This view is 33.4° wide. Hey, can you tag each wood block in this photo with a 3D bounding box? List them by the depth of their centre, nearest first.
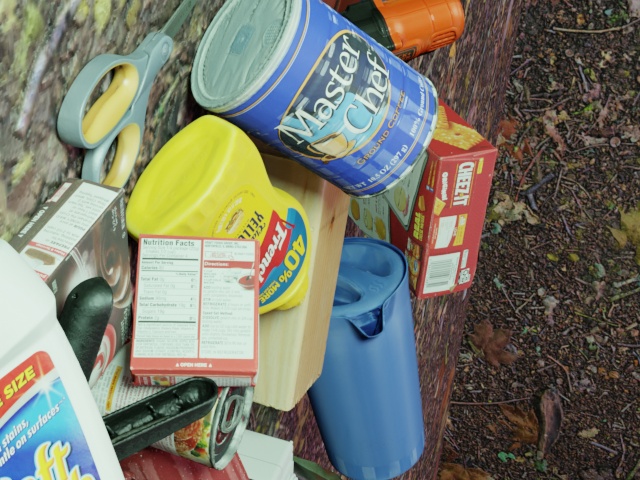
[{"bbox_3d":[-0.037,0.021,0.879,0.090,0.090,0.206,-39,140,-67],"label":"wood block"}]

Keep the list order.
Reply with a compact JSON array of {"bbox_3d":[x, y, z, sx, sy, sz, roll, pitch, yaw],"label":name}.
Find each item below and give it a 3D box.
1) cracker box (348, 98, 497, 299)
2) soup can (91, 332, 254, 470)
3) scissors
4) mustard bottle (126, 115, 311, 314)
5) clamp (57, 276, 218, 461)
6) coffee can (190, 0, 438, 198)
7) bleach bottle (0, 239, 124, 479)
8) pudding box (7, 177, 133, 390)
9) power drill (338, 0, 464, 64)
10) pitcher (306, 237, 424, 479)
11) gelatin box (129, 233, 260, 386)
[{"bbox_3d":[0.091,-0.068,1.100,0.214,0.072,0.164,-126,-146,-50],"label":"cracker box"},{"bbox_3d":[-0.100,0.096,0.665,0.068,0.102,0.068,14,90,-76],"label":"soup can"},{"bbox_3d":[-0.104,-0.096,0.652,0.201,0.016,0.096,-58,158,-54],"label":"scissors"},{"bbox_3d":[-0.055,0.001,0.746,0.096,0.058,0.191,-55,147,-11],"label":"mustard bottle"},{"bbox_3d":[-0.129,0.111,0.553,0.171,0.039,0.120,-52,130,-2],"label":"clamp"},{"bbox_3d":[-0.003,-0.104,0.732,0.140,0.103,0.103,29,70,-36],"label":"coffee can"},{"bbox_3d":[-0.144,0.102,0.475,0.102,0.068,0.251,-26,113,-27],"label":"bleach bottle"},{"bbox_3d":[-0.139,0.036,0.582,0.090,0.039,0.113,-62,161,-47],"label":"pudding box"},{"bbox_3d":[0.021,-0.131,0.904,0.188,0.184,0.057,107,-37,-69],"label":"power drill"},{"bbox_3d":[0.036,0.122,1.101,0.149,0.145,0.243,-56,142,-48],"label":"pitcher"},{"bbox_3d":[-0.073,0.041,0.632,0.030,0.073,0.089,101,-11,-62],"label":"gelatin box"}]
